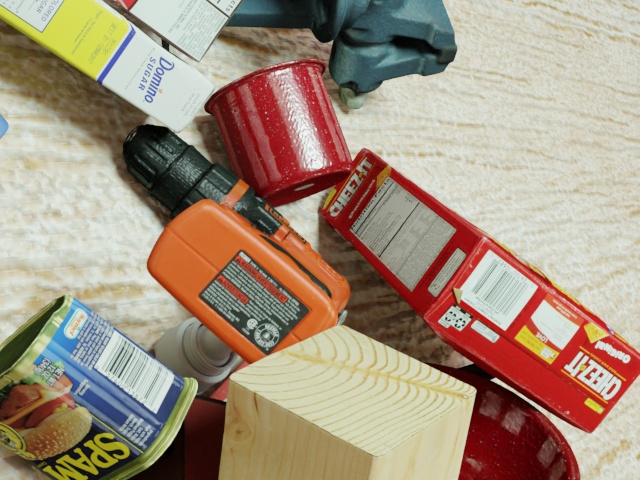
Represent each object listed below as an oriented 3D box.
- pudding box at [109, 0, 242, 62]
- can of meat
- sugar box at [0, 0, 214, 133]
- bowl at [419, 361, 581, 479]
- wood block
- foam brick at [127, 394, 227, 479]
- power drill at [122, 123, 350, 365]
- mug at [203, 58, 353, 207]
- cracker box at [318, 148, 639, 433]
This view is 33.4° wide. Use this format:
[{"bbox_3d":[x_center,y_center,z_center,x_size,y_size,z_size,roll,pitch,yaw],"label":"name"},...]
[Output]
[{"bbox_3d":[-0.099,-0.183,0.691,0.113,0.090,0.039,33,6,-39],"label":"pudding box"},{"bbox_3d":[-0.128,0.082,0.554,0.084,0.102,0.057,41,44,-17],"label":"can of meat"},{"bbox_3d":[-0.155,-0.136,0.670,0.176,0.048,0.093,36,5,-25],"label":"sugar box"},{"bbox_3d":[0.074,0.143,0.661,0.162,0.055,0.162,11,27,-6],"label":"bowl"},{"bbox_3d":[0.004,0.162,0.553,0.090,0.091,0.206,-20,125,-48],"label":"wood block"},{"bbox_3d":[-0.076,0.125,0.596,0.051,0.078,0.053,20,51,-35],"label":"foam brick"},{"bbox_3d":[-0.054,0.001,0.646,0.184,0.057,0.187,40,8,-8],"label":"power drill"},{"bbox_3d":[-0.025,-0.072,0.773,0.117,0.093,0.081,31,39,-82],"label":"mug"},{"bbox_3d":[0.105,0.029,0.758,0.164,0.072,0.214,34,6,-26],"label":"cracker box"}]
